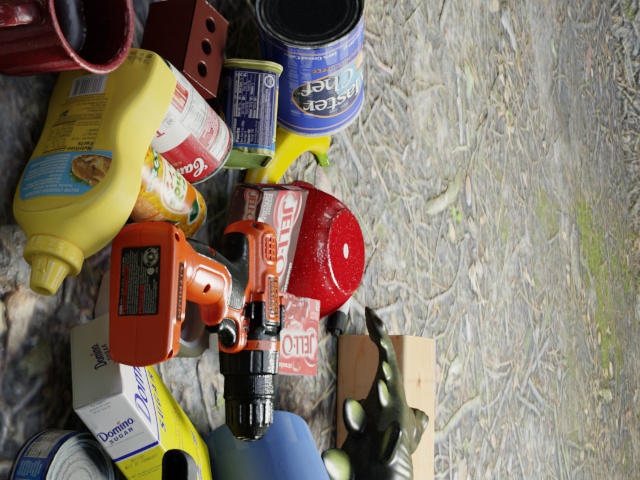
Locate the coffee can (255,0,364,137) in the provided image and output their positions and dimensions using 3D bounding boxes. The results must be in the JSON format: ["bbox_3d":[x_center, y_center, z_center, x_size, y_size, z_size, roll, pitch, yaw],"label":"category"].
[{"bbox_3d":[-0.008,-0.183,1.045,0.140,0.103,0.102,87,15,-60],"label":"coffee can"}]

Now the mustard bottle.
[{"bbox_3d":[-0.171,-0.048,0.771,0.058,0.096,0.191,51,44,-49],"label":"mustard bottle"}]

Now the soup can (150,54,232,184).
[{"bbox_3d":[-0.127,-0.101,0.894,0.102,0.069,0.068,47,48,-51],"label":"soup can"}]

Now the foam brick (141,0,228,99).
[{"bbox_3d":[-0.120,-0.166,0.931,0.053,0.051,0.078,36,56,-56],"label":"foam brick"}]

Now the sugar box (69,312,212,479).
[{"bbox_3d":[-0.137,0.148,0.841,0.093,0.048,0.176,-110,178,-52],"label":"sugar box"}]

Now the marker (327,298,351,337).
[{"bbox_3d":[0.029,0.057,1.238,0.020,0.020,0.121,54,42,-47],"label":"marker"}]

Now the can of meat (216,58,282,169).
[{"bbox_3d":[-0.069,-0.114,0.986,0.102,0.057,0.084,151,-58,-80],"label":"can of meat"}]

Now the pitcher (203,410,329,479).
[{"bbox_3d":[-0.018,0.270,0.907,0.149,0.145,0.243,38,25,-50],"label":"pitcher"}]

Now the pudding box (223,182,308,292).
[{"bbox_3d":[-0.057,0.001,1.024,0.089,0.039,0.113,-6,112,-62],"label":"pudding box"}]

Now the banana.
[{"bbox_3d":[-0.029,-0.091,1.117,0.197,0.037,0.069,-33,117,-59],"label":"banana"}]

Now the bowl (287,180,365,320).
[{"bbox_3d":[0.005,0.014,1.157,0.161,0.055,0.162,11,77,-62],"label":"bowl"}]

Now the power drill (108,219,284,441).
[{"bbox_3d":[-0.090,0.065,0.834,0.187,0.057,0.184,20,67,-64],"label":"power drill"}]

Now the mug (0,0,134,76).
[{"bbox_3d":[-0.197,-0.157,0.746,0.117,0.082,0.093,-33,117,-59],"label":"mug"}]

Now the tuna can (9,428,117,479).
[{"bbox_3d":[-0.188,0.183,0.787,0.086,0.034,0.086,9,79,-62],"label":"tuna can"}]

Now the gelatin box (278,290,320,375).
[{"bbox_3d":[-0.032,0.087,0.985,0.089,0.030,0.073,21,70,-60],"label":"gelatin box"}]

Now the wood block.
[{"bbox_3d":[0.076,0.215,1.240,0.090,0.090,0.206,16,74,-61],"label":"wood block"}]
